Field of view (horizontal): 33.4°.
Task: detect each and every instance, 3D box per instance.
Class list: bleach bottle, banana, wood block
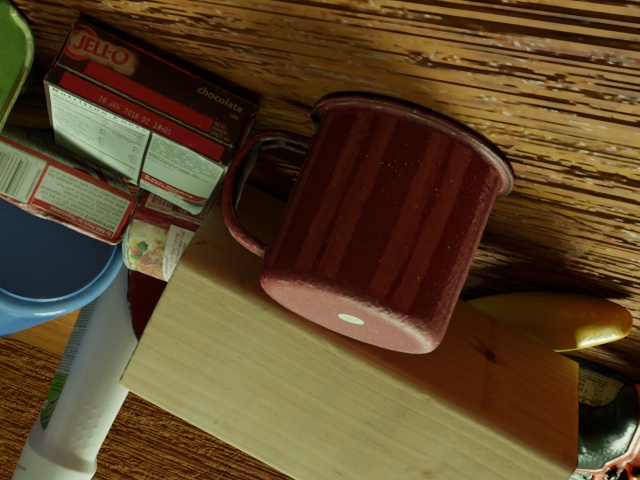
[{"bbox_3d":[-0.174,0.105,0.815,0.068,0.250,0.103,26,166,-15],"label":"bleach bottle"},{"bbox_3d":[0.113,0.052,0.630,0.069,0.037,0.198,2,170,-7],"label":"banana"},{"bbox_3d":[0.018,0.067,0.540,0.206,0.090,0.090,29,-149,-2],"label":"wood block"}]

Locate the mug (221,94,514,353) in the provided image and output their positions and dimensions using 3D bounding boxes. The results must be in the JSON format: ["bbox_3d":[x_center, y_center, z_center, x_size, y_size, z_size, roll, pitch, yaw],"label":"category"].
[{"bbox_3d":[0.014,-0.008,0.453,0.117,0.081,0.093,21,166,4],"label":"mug"}]

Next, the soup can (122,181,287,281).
[{"bbox_3d":[-0.054,0.001,0.621,0.102,0.068,0.068,19,166,12],"label":"soup can"}]

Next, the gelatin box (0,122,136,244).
[{"bbox_3d":[-0.145,-0.033,0.559,0.089,0.030,0.073,25,-175,-23],"label":"gelatin box"}]

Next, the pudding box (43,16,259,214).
[{"bbox_3d":[-0.084,-0.056,0.515,0.090,0.039,0.114,27,164,-7],"label":"pudding box"}]

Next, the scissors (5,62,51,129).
[{"bbox_3d":[-0.228,-0.085,0.613,0.202,0.016,0.096,2,163,33],"label":"scissors"}]

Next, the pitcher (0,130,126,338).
[{"bbox_3d":[-0.219,-0.002,0.699,0.243,0.149,0.145,-12,104,63],"label":"pitcher"}]
